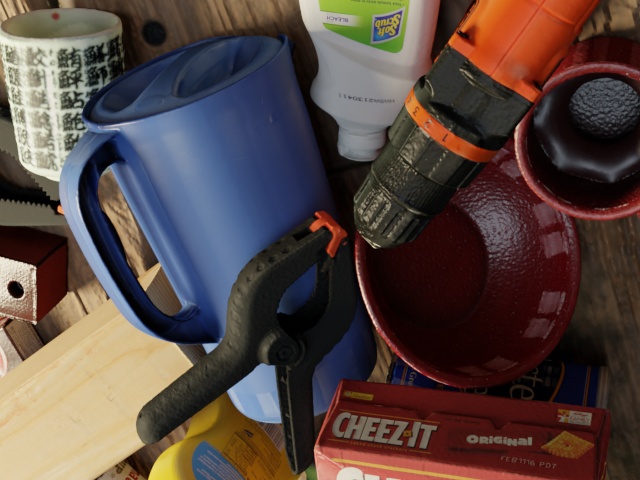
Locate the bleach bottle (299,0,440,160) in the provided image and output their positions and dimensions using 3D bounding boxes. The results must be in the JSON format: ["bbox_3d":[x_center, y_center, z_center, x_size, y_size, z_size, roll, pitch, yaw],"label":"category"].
[{"bbox_3d":[0.023,-0.168,0.632,0.103,0.068,0.251,10,120,14],"label":"bleach bottle"}]

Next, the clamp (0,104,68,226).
[{"bbox_3d":[-0.261,-0.079,0.781,0.210,0.036,0.165,23,120,4],"label":"clamp"}]

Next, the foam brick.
[{"bbox_3d":[-0.239,0.022,0.814,0.078,0.051,0.053,13,118,12],"label":"foam brick"}]

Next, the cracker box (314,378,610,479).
[{"bbox_3d":[0.091,0.196,0.665,0.164,0.072,0.214,4,125,17],"label":"cracker box"}]

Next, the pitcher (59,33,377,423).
[{"bbox_3d":[-0.055,0.001,0.688,0.149,0.145,0.243,-17,115,8],"label":"pitcher"}]

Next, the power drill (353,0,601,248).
[{"bbox_3d":[0.091,-0.094,0.572,0.057,0.187,0.185,35,119,-2],"label":"power drill"}]

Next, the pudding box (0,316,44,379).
[{"bbox_3d":[-0.258,0.122,0.876,0.090,0.039,0.113,-21,107,24],"label":"pudding box"}]

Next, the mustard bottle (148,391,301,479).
[{"bbox_3d":[-0.073,0.177,0.753,0.058,0.191,0.096,-30,103,28],"label":"mustard bottle"}]

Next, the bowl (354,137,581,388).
[{"bbox_3d":[0.083,0.012,0.671,0.162,0.162,0.055,52,157,-10],"label":"bowl"}]

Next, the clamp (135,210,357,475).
[{"bbox_3d":[-0.021,0.068,0.643,0.120,0.039,0.171,27,103,-37],"label":"clamp"}]

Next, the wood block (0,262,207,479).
[{"bbox_3d":[-0.172,0.116,0.790,0.206,0.090,0.090,-35,102,15],"label":"wood block"}]
